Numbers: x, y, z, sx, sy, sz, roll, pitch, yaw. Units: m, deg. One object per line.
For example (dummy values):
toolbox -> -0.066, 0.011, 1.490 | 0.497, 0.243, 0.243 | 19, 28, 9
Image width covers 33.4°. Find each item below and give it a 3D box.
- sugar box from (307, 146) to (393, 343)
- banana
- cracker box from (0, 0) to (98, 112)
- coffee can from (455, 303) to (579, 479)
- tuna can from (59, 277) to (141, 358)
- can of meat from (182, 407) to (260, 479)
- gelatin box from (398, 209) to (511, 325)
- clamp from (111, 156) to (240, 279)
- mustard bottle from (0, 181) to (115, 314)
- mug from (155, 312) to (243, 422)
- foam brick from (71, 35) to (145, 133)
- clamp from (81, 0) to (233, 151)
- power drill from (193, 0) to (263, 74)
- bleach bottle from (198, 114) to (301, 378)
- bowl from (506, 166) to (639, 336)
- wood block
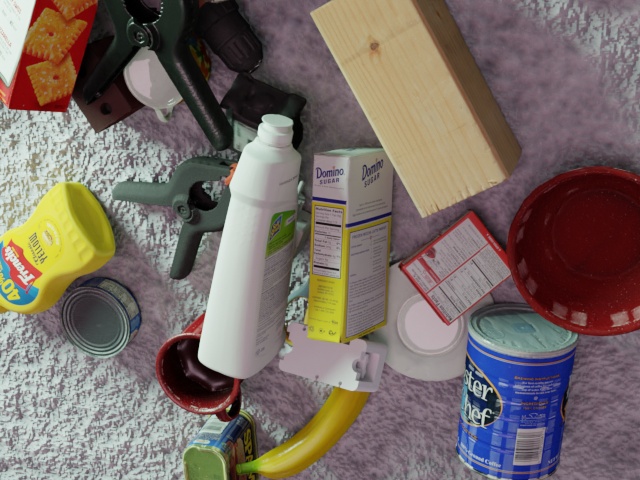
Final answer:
sugar box -> 0.029, 0.002, 1.006 | 0.048, 0.093, 0.176 | 6, 101, 30
banana -> 0.000, 0.193, 1.123 | 0.198, 0.069, 0.037 | -46, 54, 14
cracker box -> -0.269, -0.252, 0.999 | 0.164, 0.071, 0.214 | 46, 123, 37
coffee can -> 0.186, 0.144, 1.021 | 0.103, 0.102, 0.140 | 9, 113, 15
tuna can -> -0.242, 0.084, 1.177 | 0.086, 0.033, 0.086 | 6, 112, 16
can of meat -> -0.109, 0.247, 1.168 | 0.057, 0.083, 0.102 | 3, 111, 17
gelatin box -> 0.131, 0.026, 1.018 | 0.089, 0.030, 0.073 | -39, 95, 2
clamp -> -0.128, -0.027, 1.084 | 0.172, 0.039, 0.120 | -18, 112, 39
mustard bottle -> -0.309, 0.025, 1.159 | 0.192, 0.058, 0.096 | -36, 75, 27
mug -> -0.110, 0.134, 1.126 | 0.093, 0.081, 0.117 | -16, 104, 23
foam brick -> -0.215, -0.156, 1.066 | 0.053, 0.051, 0.078 | -29, 99, 26
clamp -> -0.159, -0.186, 0.954 | 0.165, 0.036, 0.210 | 14, 129, 23
power drill -> -0.070, -0.269, 0.971 | 0.188, 0.057, 0.184 | -37, 96, 26
bleach bottle -> -0.057, 0.001, 0.998 | 0.068, 0.102, 0.251 | 20, 118, 15
bowl -> 0.254, 0.003, 0.971 | 0.162, 0.055, 0.162 | 6, 112, 16
wood block -> 0.089, -0.138, 0.952 | 0.091, 0.090, 0.206 | -25, 101, 26
